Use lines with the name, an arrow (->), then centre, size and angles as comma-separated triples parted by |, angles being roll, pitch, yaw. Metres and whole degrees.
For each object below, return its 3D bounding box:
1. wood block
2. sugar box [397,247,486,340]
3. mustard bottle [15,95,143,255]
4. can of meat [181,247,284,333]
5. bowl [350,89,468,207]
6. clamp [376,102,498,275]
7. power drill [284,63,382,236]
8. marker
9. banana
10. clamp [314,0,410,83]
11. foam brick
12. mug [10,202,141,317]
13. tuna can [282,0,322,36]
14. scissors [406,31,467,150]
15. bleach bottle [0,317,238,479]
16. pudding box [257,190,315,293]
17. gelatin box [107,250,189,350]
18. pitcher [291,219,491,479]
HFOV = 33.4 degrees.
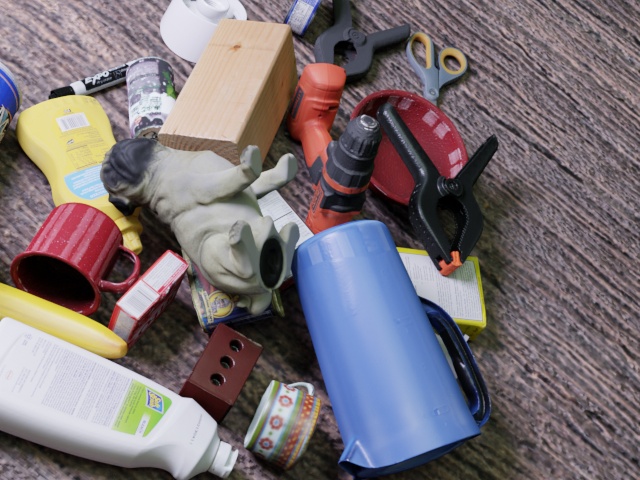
wood block -> -0.099, -0.151, 1.204 | 0.091, 0.090, 0.206 | 8, 49, 14
sugar box -> 0.094, 0.057, 1.193 | 0.176, 0.048, 0.093 | 6, 56, -14
mustard bottle -> -0.240, -0.063, 1.127 | 0.096, 0.058, 0.192 | -19, 66, -37
can of meat -> -0.090, 0.038, 1.096 | 0.084, 0.057, 0.102 | -15, 74, 2
bowl -> 0.096, -0.100, 1.285 | 0.162, 0.055, 0.162 | 11, 61, -21
clamp -> 0.151, -0.058, 1.234 | 0.164, 0.036, 0.210 | 6, 61, -26
power drill -> 0.012, -0.112, 1.198 | 0.057, 0.185, 0.187 | 6, 46, -19
marker -> -0.258, -0.180, 1.224 | 0.120, 0.020, 0.020 | -28, 72, -35
banana -> -0.281, 0.071, 1.016 | 0.197, 0.070, 0.037 | 23, 90, -15
clamp -> 0.034, -0.266, 1.391 | 0.120, 0.039, 0.171 | 36, 52, 6
foam brick -> -0.099, 0.132, 1.057 | 0.053, 0.051, 0.078 | 29, 51, -3
mug -> -0.234, 0.019, 1.050 | 0.117, 0.093, 0.081 | 12, 47, 9
tuna can -> -0.016, -0.306, 1.367 | 0.033, 0.086, 0.086 | 27, 52, -6
scissors -> 0.162, -0.196, 1.411 | 0.096, 0.016, 0.202 | 3, 57, -21
bleach bottle -> -0.198, 0.165, 0.988 | 0.250, 0.068, 0.102 | 25, 52, -8
pudding box -> -0.058, 0.001, 1.172 | 0.089, 0.039, 0.113 | -31, 75, -35
gelatin box -> -0.172, 0.061, 1.061 | 0.030, 0.073, 0.089 | 37, 51, 4
pitcher -> 0.065, 0.106, 1.067 | 0.145, 0.149, 0.243 | -23, 75, 13
